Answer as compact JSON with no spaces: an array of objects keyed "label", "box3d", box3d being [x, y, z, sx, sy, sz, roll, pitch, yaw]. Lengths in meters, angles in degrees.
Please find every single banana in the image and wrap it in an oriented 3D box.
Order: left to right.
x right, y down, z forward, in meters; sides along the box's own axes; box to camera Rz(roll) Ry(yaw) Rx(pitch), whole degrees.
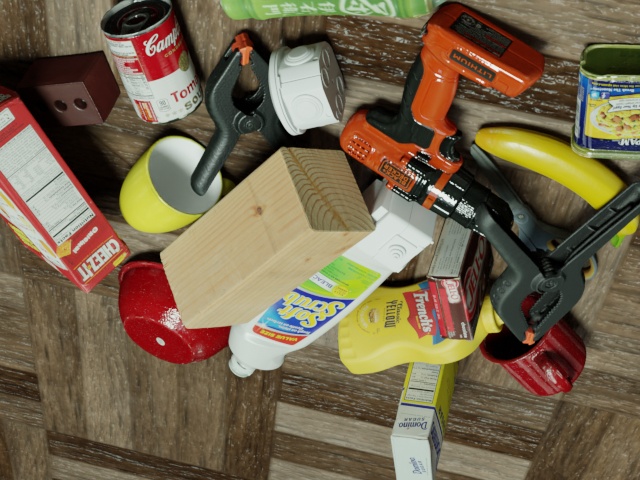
[{"label":"banana","box3d":[0.237,-0.056,1.004,0.197,0.037,0.070,35,133,-18]}]

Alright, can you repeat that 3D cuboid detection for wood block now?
[{"label":"wood block","box3d":[-0.057,0.002,1.054,0.090,0.091,0.206,-1,153,-46]}]

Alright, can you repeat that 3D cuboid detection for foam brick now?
[{"label":"foam brick","box3d":[-0.246,-0.147,1.049,0.078,0.051,0.053,-3,133,19]}]

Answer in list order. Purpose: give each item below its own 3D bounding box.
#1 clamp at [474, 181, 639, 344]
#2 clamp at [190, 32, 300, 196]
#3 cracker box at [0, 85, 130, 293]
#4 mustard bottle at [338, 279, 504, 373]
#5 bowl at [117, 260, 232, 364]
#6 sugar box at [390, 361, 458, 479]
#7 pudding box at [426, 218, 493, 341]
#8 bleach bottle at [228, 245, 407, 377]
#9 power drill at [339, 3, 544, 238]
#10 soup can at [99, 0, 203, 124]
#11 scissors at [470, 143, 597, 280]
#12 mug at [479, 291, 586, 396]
[{"label":"clamp","box3d":[0.222,0.024,1.012,0.164,0.036,0.210,-11,139,-4]},{"label":"clamp","box3d":[-0.079,-0.113,1.022,0.120,0.039,0.171,-20,130,-9]},{"label":"cracker box","box3d":[-0.301,-0.065,1.083,0.164,0.072,0.213,27,154,49]},{"label":"mustard bottle","box3d":[0.116,0.086,1.138,0.192,0.096,0.058,-9,143,24]},{"label":"bowl","box3d":[-0.176,0.095,1.240,0.162,0.055,0.162,19,147,13]},{"label":"sugar box","box3d":[0.117,0.174,1.168,0.048,0.176,0.093,3,134,14]},{"label":"pudding box","box3d":[0.141,0.030,1.063,0.039,0.113,0.090,2,134,20]},{"label":"bleach bottle","box3d":[-0.017,0.067,1.147,0.102,0.068,0.251,28,124,-18]},{"label":"power drill","box3d":[0.123,-0.102,0.957,0.184,0.057,0.188,32,133,4]},{"label":"soup can","box3d":[-0.154,-0.167,0.990,0.069,0.068,0.102,-1,134,18]},{"label":"scissors","box3d":[0.193,-0.014,1.074,0.201,0.016,0.096,36,133,-19]},{"label":"mug","box3d":[0.233,0.118,1.127,0.093,0.117,0.081,-43,121,8]}]
